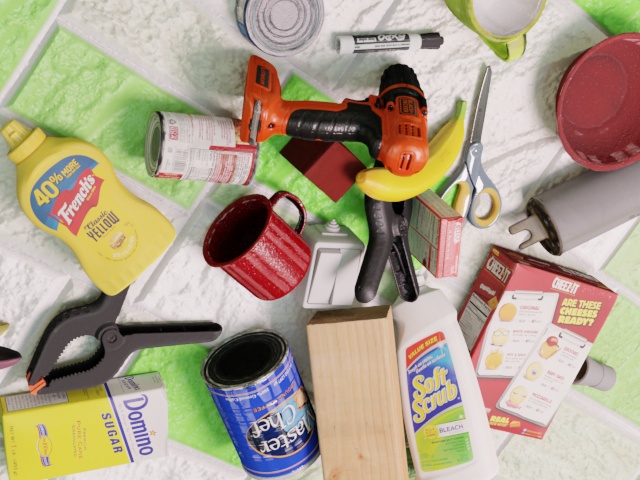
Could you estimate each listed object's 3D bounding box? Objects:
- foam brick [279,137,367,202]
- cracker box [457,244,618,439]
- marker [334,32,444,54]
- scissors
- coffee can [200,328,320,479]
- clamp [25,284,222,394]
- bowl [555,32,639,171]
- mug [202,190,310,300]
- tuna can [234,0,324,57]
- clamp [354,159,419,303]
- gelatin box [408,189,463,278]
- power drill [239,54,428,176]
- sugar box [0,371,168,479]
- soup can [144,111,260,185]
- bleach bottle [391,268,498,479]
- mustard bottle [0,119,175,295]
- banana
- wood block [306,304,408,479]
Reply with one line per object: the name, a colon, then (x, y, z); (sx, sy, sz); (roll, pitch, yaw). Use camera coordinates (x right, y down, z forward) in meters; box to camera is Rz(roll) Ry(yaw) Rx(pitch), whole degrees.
foam brick: (0.003, -0.084, 1.120); (0.051, 0.078, 0.053); (-48, 121, 2)
cracker box: (0.243, 0.128, 1.316); (0.164, 0.072, 0.214); (16, 105, -27)
marker: (0.074, -0.209, 1.125); (0.121, 0.020, 0.020); (-6, 115, -19)
scissors: (0.189, -0.094, 1.225); (0.096, 0.016, 0.202); (14, 107, -28)
coffee can: (-0.063, 0.185, 1.202); (0.102, 0.103, 0.140); (-25, 120, -10)
clamp: (-0.217, 0.100, 1.141); (0.210, 0.036, 0.164); (-41, 119, -3)
bowl: (0.328, -0.164, 1.224); (0.162, 0.055, 0.162); (-8, 116, -18)
mug: (-0.057, 0.001, 1.134); (0.081, 0.093, 0.117); (43, 75, -36)
tuna can: (-0.040, -0.227, 1.063); (0.086, 0.034, 0.086); (-8, 116, -18)
clamp: (0.080, -0.008, 1.179); (0.120, 0.039, 0.171); (23, 72, -62)
gelatin box: (0.127, -0.008, 1.196); (0.030, 0.089, 0.073); (-6, 115, -19)
power drill: (0.016, -0.138, 1.070); (0.187, 0.184, 0.057); (7, 124, -4)
sugar box: (-0.256, 0.205, 1.168); (0.176, 0.048, 0.093); (-7, 115, -17)
soup can: (-0.120, -0.092, 1.074); (0.102, 0.069, 0.068); (3, 112, -22)
bleach bottle: (0.128, 0.159, 1.244); (0.103, 0.068, 0.251); (-16, 88, 21)
mustard bottle: (-0.238, -0.043, 1.044); (0.096, 0.058, 0.191); (-43, 109, -1)
banana: (0.101, -0.083, 1.147); (0.197, 0.037, 0.069); (-39, 121, -40)
wood block: (0.044, 0.184, 1.199); (0.090, 0.090, 0.206); (-6, 95, 8)
